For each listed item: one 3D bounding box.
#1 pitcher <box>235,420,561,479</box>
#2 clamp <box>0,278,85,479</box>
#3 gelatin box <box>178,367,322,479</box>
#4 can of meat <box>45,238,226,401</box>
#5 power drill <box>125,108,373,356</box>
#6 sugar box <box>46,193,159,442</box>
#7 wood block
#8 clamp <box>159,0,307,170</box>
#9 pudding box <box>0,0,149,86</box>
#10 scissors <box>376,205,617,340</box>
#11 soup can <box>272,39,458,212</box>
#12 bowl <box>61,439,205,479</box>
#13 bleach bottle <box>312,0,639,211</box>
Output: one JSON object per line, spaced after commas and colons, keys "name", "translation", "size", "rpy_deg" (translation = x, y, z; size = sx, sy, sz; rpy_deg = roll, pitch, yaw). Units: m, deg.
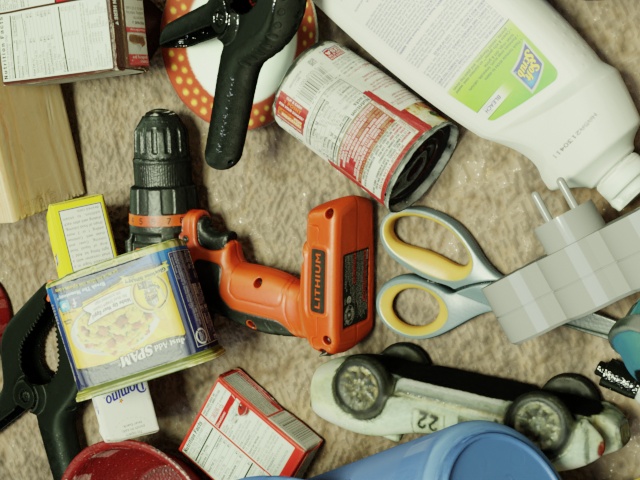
{"name": "pitcher", "translation": [0.025, 0.187, 0.636], "size": [0.243, 0.148, 0.145], "rpy_deg": [-38, 71, 47]}
{"name": "clamp", "translation": [-0.239, 0.126, 0.881], "size": [0.165, 0.036, 0.210], "rpy_deg": [15, 103, 27]}
{"name": "gelatin box", "translation": [-0.052, 0.149, 0.780], "size": [0.089, 0.030, 0.073], "rpy_deg": [37, 115, 20]}
{"name": "can of meat", "translation": [-0.126, 0.053, 0.719], "size": [0.102, 0.057, 0.084], "rpy_deg": [-18, 89, 8]}
{"name": "power drill", "translation": [-0.055, 0.001, 0.747], "size": [0.188, 0.057, 0.184], "rpy_deg": [5, 104, 32]}
{"name": "sugar box", "translation": [-0.165, 0.058, 0.797], "size": [0.093, 0.048, 0.176], "rpy_deg": [164, 95, -75]}
{"name": "wood block", "translation": [-0.259, -0.122, 0.805], "size": [0.091, 0.090, 0.206], "rpy_deg": [-2, 106, 28]}
{"name": "clamp", "translation": [-0.049, -0.127, 0.673], "size": [0.172, 0.039, 0.120], "rpy_deg": [-41, 67, 51]}
{"name": "pudding box", "translation": [-0.176, -0.156, 0.743], "size": [0.114, 0.039, 0.090], "rpy_deg": [0, 99, 32]}
{"name": "scissors", "translation": [0.115, 0.051, 0.678], "size": [0.202, 0.016, 0.096], "rpy_deg": [35, 114, 21]}
{"name": "soup can", "translation": [0.027, -0.074, 0.681], "size": [0.102, 0.068, 0.069], "rpy_deg": [39, 114, 20]}
{"name": "bowl", "translation": [-0.127, 0.224, 0.819], "size": [0.162, 0.055, 0.162], "rpy_deg": [5, 99, 29]}
{"name": "bleach bottle", "translation": [0.094, -0.111, 0.641], "size": [0.251, 0.067, 0.103], "rpy_deg": [47, 125, 12]}
